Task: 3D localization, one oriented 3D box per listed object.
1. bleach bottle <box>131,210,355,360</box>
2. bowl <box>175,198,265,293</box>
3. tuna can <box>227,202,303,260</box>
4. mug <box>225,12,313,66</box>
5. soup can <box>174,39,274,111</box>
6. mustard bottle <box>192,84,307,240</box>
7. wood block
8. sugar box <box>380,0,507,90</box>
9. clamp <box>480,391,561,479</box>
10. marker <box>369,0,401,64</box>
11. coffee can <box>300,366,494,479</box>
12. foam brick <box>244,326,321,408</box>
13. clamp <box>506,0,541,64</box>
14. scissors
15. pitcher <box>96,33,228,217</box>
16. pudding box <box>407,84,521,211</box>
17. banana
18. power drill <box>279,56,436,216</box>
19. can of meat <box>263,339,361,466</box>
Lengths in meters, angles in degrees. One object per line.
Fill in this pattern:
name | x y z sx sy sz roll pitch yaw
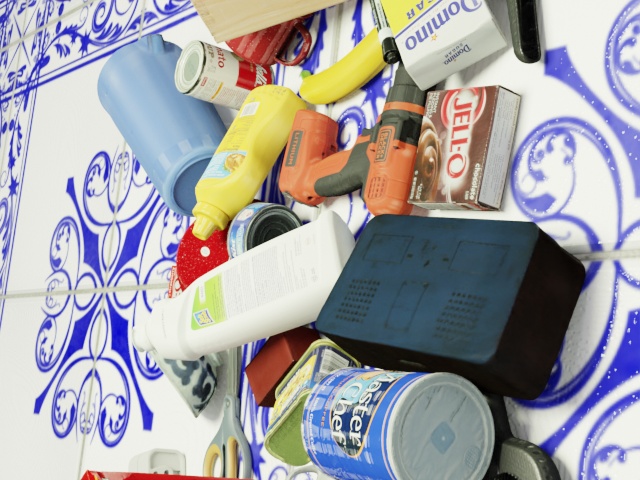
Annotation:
bleach bottle | -0.083 0.058 1.108 0.251 0.068 0.102 -20 53 17
bowl | -0.117 0.021 1.242 0.162 0.055 0.162 -14 67 37
tuna can | -0.058 0.001 1.170 0.034 0.086 0.086 5 84 52
mug | -0.058 -0.253 1.257 0.117 0.093 0.082 44 125 13
soup can | -0.117 -0.197 1.294 0.069 0.102 0.068 -21 63 49
mustard bottle | -0.091 -0.084 1.207 0.096 0.058 0.191 1 57 54
wood block | -0.036 -0.300 1.144 0.206 0.090 0.091 -17 61 10
sugar box | 0.107 -0.237 1.029 0.093 0.048 0.176 -28 50 16
clamp | 0.138 0.201 0.890 0.165 0.036 0.210 -62 35 22
marker | 0.064 -0.219 1.074 0.020 0.020 0.121 -46 37 35
coffee can | 0.062 0.160 0.896 0.141 0.102 0.103 -7 74 59
foam brick | -0.034 0.134 1.126 0.078 0.052 0.051 -54 42 29
clamp | 0.190 -0.253 0.959 0.120 0.039 0.171 -47 46 32
scissors | -0.113 0.204 1.239 0.096 0.016 0.202 -37 51 41
pitcher | -0.188 -0.133 1.360 0.145 0.149 0.243 -39 49 7
pudding box | 0.132 -0.084 0.984 0.090 0.039 0.113 3 82 53
banana | 0.032 -0.192 1.151 0.198 0.037 0.069 -24 61 47
power drill | 0.041 -0.108 1.095 0.188 0.057 0.184 -3 69 54
can of meat | -0.009 0.161 1.049 0.102 0.057 0.084 -53 9 28
